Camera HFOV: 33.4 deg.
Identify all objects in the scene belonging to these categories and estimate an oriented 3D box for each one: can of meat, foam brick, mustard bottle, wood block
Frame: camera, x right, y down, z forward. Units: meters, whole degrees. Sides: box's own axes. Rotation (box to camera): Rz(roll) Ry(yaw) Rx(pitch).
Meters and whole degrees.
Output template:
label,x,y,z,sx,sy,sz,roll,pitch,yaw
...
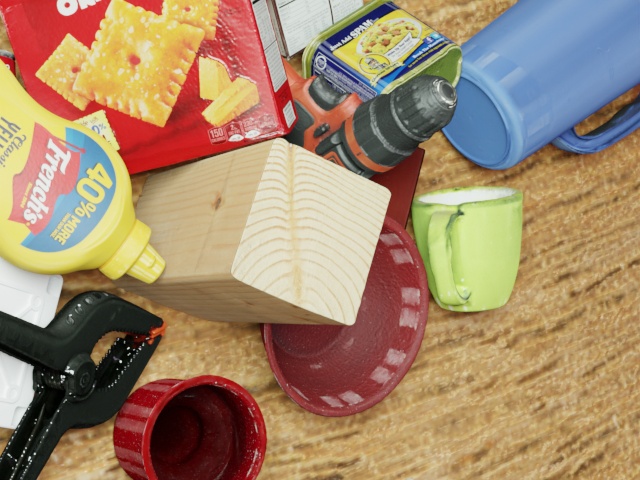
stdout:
label,x,y,z,sx,sy,sz,roll,pitch,yaw
can of meat,0.051,-0.139,0.850,0.102,0.084,0.057,-36,149,-25
foam brick,0.044,-0.044,0.870,0.051,0.053,0.078,22,77,-27
mustard bottle,-0.176,-0.035,0.657,0.191,0.058,0.096,38,69,-19
wood block,-0.055,0.001,0.721,0.090,0.206,0.091,24,76,-27

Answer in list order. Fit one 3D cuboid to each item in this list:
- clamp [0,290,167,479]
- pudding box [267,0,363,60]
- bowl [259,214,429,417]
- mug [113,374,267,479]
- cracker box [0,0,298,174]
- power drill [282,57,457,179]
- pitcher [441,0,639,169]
label,x,y,z,sx,sy,sz,roll,pitch,yaw
clamp,-0.170,0.099,0.694,0.209,0.036,0.164,-19,116,-63
pudding box,-0.016,-0.210,0.831,0.089,0.039,0.113,-35,128,-26
bowl,0.008,0.053,0.831,0.161,0.055,0.162,-7,101,-37
mug,-0.090,0.150,0.762,0.093,0.082,0.117,-46,108,-24
cracker box,-0.122,-0.155,0.705,0.164,0.072,0.214,-12,107,10
power drill,-0.010,-0.122,0.780,0.187,0.185,0.057,52,46,-8
pitcher,0.217,-0.156,0.941,0.242,0.145,0.149,-36,74,-23
